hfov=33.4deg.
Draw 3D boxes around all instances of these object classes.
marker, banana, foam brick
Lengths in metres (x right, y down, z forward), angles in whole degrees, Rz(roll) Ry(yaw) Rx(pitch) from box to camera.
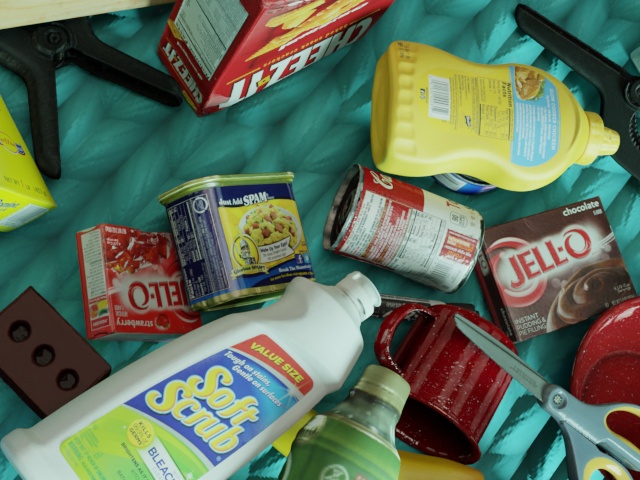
[{"bbox_3d":[0.062,0.051,0.801,0.121,0.020,0.020,7,75,-15],"label":"marker"},{"bbox_3d":[0.017,0.139,0.743,0.198,0.070,0.037,34,26,-2],"label":"banana"},{"bbox_3d":[-0.183,0.079,0.704,0.078,0.051,0.053,45,69,-2],"label":"foam brick"}]

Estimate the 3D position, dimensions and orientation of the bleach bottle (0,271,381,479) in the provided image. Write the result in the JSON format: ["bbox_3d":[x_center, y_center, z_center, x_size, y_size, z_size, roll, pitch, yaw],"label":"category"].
[{"bbox_3d":[-0.068,0.094,0.679,0.250,0.068,0.102,-36,96,-20],"label":"bleach bottle"}]

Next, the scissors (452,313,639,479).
[{"bbox_3d":[0.161,0.131,0.736,0.201,0.016,0.096,24,76,-19],"label":"scissors"}]

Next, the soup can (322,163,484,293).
[{"bbox_3d":[0.061,-0.007,0.789,0.102,0.069,0.068,20,72,-11],"label":"soup can"}]

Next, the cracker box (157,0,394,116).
[{"bbox_3d":[-0.011,-0.174,0.731,0.164,0.214,0.072,-29,88,-21],"label":"cracker box"}]

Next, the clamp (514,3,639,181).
[{"bbox_3d":[0.269,-0.131,0.857,0.036,0.165,0.210,-30,94,-58],"label":"clamp"}]

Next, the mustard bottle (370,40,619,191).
[{"bbox_3d":[0.135,-0.087,0.798,0.191,0.058,0.096,7,70,-14],"label":"mustard bottle"}]

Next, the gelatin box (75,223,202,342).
[{"bbox_3d":[-0.120,0.030,0.723,0.089,0.030,0.073,10,68,-54],"label":"gelatin box"}]

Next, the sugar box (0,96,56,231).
[{"bbox_3d":[-0.242,-0.094,0.697,0.048,0.093,0.176,-27,81,5],"label":"sugar box"}]

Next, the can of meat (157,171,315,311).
[{"bbox_3d":[-0.055,0.001,0.744,0.101,0.058,0.084,-7,80,-49],"label":"can of meat"}]

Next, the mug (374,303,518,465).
[{"bbox_3d":[0.082,0.092,0.756,0.117,0.093,0.081,46,62,-24],"label":"mug"}]

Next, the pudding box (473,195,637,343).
[{"bbox_3d":[0.179,0.024,0.831,0.113,0.039,0.090,-16,82,-19],"label":"pudding box"}]

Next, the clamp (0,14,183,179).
[{"bbox_3d":[-0.181,-0.137,0.767,0.120,0.039,0.171,-26,84,-30],"label":"clamp"}]
